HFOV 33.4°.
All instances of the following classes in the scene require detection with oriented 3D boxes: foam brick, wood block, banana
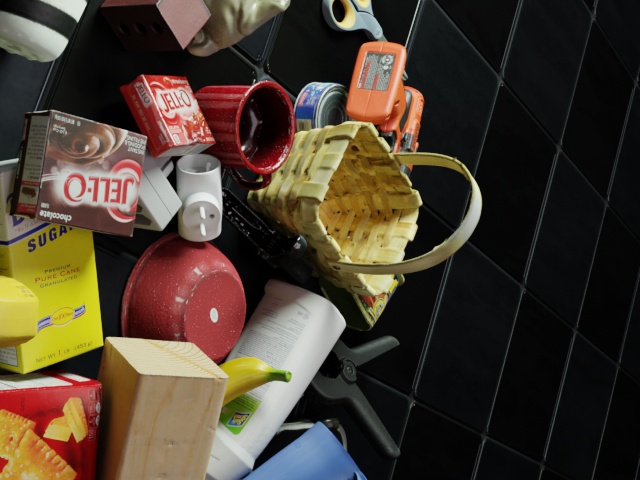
[{"bbox_3d":[-0.152,-0.209,0.977,0.051,0.078,0.053,-58,135,-29],"label":"foam brick"},{"bbox_3d":[-0.161,0.202,0.974,0.090,0.091,0.206,7,102,-32],"label":"wood block"},{"bbox_3d":[-0.123,0.178,1.080,0.197,0.070,0.037,-39,122,-10],"label":"banana"}]

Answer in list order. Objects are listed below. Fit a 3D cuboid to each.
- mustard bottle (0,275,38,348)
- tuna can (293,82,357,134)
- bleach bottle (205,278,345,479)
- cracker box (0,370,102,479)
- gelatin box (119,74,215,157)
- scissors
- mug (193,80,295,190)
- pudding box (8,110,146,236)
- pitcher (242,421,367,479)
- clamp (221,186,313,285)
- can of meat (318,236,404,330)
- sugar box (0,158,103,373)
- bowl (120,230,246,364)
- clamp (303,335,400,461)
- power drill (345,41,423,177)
[{"bbox_3d":[-0.312,0.057,0.791,0.191,0.096,0.058,1,96,-54],"label":"mustard bottle"},{"bbox_3d":[0.006,-0.140,1.238,0.085,0.034,0.086,-13,106,-52],"label":"tuna can"},{"bbox_3d":[-0.077,0.165,1.142,0.250,0.103,0.068,-56,140,-20],"label":"bleach bottle"},{"bbox_3d":[-0.283,0.197,0.875,0.213,0.072,0.164,4,92,-53],"label":"cracker box"},{"bbox_3d":[-0.142,-0.117,1.004,0.073,0.030,0.089,65,21,3],"label":"gelatin box"},{"bbox_3d":[0.053,-0.249,1.298,0.096,0.016,0.201,-53,135,-31],"label":"scissors"},{"bbox_3d":[-0.082,-0.105,1.085,0.093,0.082,0.117,-43,128,-41],"label":"mug"},{"bbox_3d":[-0.201,-0.055,0.897,0.113,0.039,0.090,11,85,-52],"label":"pudding box"},{"bbox_3d":[-0.057,0.302,1.076,0.242,0.145,0.149,-33,138,-13],"label":"pitcher"},{"bbox_3d":[-0.057,0.001,1.138,0.039,0.120,0.171,-46,164,-12],"label":"clamp"},{"bbox_3d":[0.049,0.049,1.312,0.083,0.058,0.102,-55,136,-29],"label":"can of meat"},{"bbox_3d":[-0.241,0.017,0.922,0.093,0.048,0.176,-19,112,-51],"label":"sugar box"},{"bbox_3d":[-0.125,0.072,1.081,0.161,0.055,0.162,-12,105,-52],"label":"bowl"},{"bbox_3d":[0.027,0.170,1.273,0.209,0.036,0.164,23,52,-40],"label":"clamp"},{"bbox_3d":[0.076,-0.133,1.274,0.187,0.057,0.184,64,36,-65],"label":"power drill"}]
